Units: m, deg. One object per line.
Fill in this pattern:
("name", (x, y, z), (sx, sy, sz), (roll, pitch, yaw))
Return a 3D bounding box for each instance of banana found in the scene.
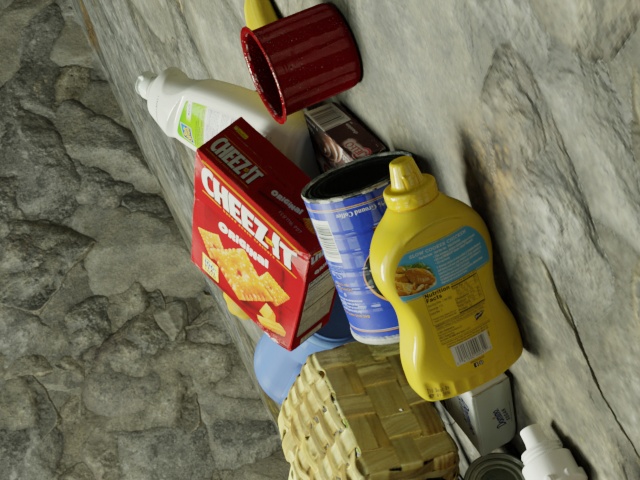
("banana", (-0.039, -0.198, 1.103), (0.198, 0.037, 0.069), (58, 168, 32))

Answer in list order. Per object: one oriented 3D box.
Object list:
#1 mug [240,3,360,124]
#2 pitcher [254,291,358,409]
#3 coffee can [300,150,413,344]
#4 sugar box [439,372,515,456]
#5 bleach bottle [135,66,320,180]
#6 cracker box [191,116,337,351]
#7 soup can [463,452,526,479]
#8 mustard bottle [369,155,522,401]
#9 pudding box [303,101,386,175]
("mug", (-0.017, -0.158, 0.972), (0.093, 0.081, 0.117), (61, 168, 20))
("pitcher", (-0.007, 0.131, 1.342), (0.149, 0.144, 0.243), (59, 160, 16))
("coffee can", (0.054, 0.006, 0.937), (0.140, 0.102, 0.103), (70, 168, -18))
("sugar box", (0.118, 0.109, 1.005), (0.176, 0.048, 0.093), (50, 162, 44))
("bleach bottle", (-0.104, -0.132, 1.162), (0.251, 0.067, 0.103), (30, 127, 27))
("cracker box", (-0.057, 0.001, 1.105), (0.164, 0.072, 0.214), (42, 153, 17))
("soup can", (0.169, 0.255, 1.013), (0.068, 0.068, 0.102), (56, 164, 39))
("mustard bottle", (0.090, 0.024, 0.829), (0.191, 0.096, 0.058), (70, 168, -22))
("pudding box", (0.031, -0.072, 1.039), (0.114, 0.039, 0.090), (52, 162, 49))
